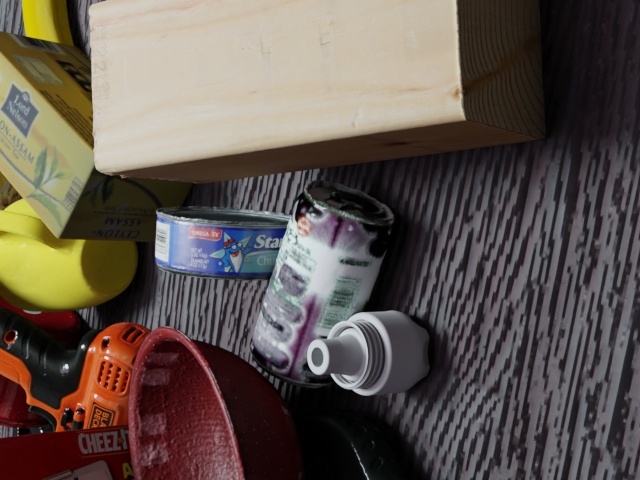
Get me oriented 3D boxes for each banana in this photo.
[{"bbox_3d":[-0.215,-0.172,0.871,0.070,0.037,0.198,-29,67,49],"label":"banana"}]

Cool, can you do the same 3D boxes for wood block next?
[{"bbox_3d":[-0.006,-0.083,0.518,0.206,0.090,0.090,-5,87,34],"label":"wood block"}]

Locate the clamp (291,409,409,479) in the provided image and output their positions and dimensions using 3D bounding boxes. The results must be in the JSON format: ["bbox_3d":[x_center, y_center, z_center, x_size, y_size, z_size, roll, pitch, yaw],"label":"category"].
[{"bbox_3d":[0.027,0.162,0.559,0.210,0.036,0.165,29,113,51],"label":"clamp"}]

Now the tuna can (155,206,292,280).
[{"bbox_3d":[-0.054,0.001,0.626,0.086,0.085,0.034,12,100,51],"label":"tuna can"}]

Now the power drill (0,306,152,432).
[{"bbox_3d":[-0.215,0.114,0.777,0.187,0.057,0.185,22,116,5],"label":"power drill"}]

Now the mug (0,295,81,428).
[{"bbox_3d":[-0.231,0.097,0.857,0.117,0.093,0.081,25,106,17],"label":"mug"}]

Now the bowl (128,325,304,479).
[{"bbox_3d":[-0.054,0.125,0.598,0.162,0.055,0.162,19,112,58],"label":"bowl"}]
